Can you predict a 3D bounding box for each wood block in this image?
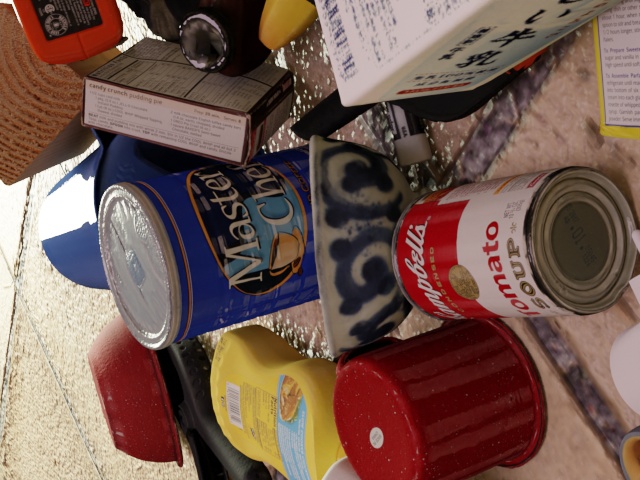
[{"bbox_3d":[-0.206,-0.114,0.799,0.090,0.091,0.206,43,-171,-7],"label":"wood block"}]

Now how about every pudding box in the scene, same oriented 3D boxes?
[{"bbox_3d":[-0.083,-0.091,0.683,0.113,0.090,0.039,13,121,12],"label":"pudding box"}]

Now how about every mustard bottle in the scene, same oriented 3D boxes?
[{"bbox_3d":[-0.008,0.125,0.732,0.192,0.058,0.096,18,114,56],"label":"mustard bottle"}]

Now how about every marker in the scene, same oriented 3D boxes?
[{"bbox_3d":[0.038,-0.101,0.593,0.020,0.020,0.121,-13,92,60],"label":"marker"}]

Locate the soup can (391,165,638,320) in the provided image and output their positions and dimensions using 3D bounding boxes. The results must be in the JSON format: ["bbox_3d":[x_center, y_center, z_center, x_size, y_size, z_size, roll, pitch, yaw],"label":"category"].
[{"bbox_3d":[0.090,0.004,0.507,0.102,0.068,0.068,-8,96,59],"label":"soup can"}]

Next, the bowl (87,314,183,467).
[{"bbox_3d":[-0.175,0.139,0.980,0.162,0.055,0.162,164,90,-75],"label":"bowl"}]

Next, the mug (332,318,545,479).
[{"bbox_3d":[0.054,0.087,0.590,0.117,0.081,0.093,38,134,46],"label":"mug"}]

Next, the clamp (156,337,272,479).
[{"bbox_3d":[-0.103,0.160,0.926,0.210,0.036,0.165,60,152,29],"label":"clamp"}]

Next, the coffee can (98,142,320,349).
[{"bbox_3d":[-0.054,0.001,0.672,0.103,0.140,0.103,32,129,50],"label":"coffee can"}]

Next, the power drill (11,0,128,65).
[{"bbox_3d":[-0.174,-0.204,0.671,0.188,0.057,0.184,-114,5,-58],"label":"power drill"}]

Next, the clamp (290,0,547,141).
[{"bbox_3d":[0.035,-0.093,0.553,0.172,0.039,0.120,22,139,36],"label":"clamp"}]

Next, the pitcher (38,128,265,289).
[{"bbox_3d":[-0.133,-0.012,0.827,0.243,0.144,0.149,-10,82,63],"label":"pitcher"}]
